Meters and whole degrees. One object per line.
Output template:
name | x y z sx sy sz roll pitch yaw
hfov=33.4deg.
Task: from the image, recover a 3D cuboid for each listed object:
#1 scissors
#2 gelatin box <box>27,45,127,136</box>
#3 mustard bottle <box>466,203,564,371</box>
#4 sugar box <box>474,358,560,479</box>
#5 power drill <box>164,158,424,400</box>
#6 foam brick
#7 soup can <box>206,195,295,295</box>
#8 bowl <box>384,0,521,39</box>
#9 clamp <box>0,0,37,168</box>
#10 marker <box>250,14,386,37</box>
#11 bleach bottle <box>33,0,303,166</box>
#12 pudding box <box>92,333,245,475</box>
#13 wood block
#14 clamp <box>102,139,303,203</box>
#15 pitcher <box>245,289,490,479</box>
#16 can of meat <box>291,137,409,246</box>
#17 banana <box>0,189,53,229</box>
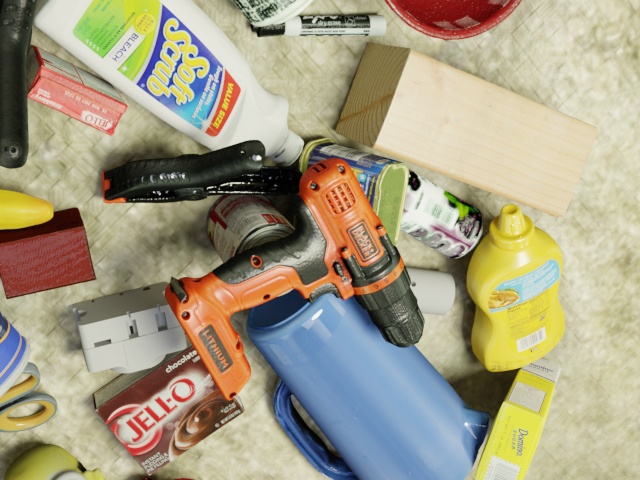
scissors | -0.322 0.171 0.953 0.202 0.016 0.096 -33 139 12
gelatin box | -0.198 -0.119 0.848 0.073 0.089 0.030 25 101 -26
mustard bottle | 0.188 0.040 1.031 0.096 0.058 0.191 -23 134 -11
sugar box | 0.199 0.181 1.060 0.048 0.176 0.093 21 106 16
power drill | -0.018 0.049 0.878 0.187 0.057 0.184 -32 113 -9
foam brick | -0.235 0.011 0.905 0.078 0.053 0.051 -12 113 -14
soup can | -0.056 0.001 0.936 0.068 0.102 0.068 -7 111 -17
bowl | 0.099 -0.246 0.861 0.161 0.055 0.162 -7 108 -23
clamp | -0.235 -0.150 0.799 0.036 0.165 0.210 8 98 -31
marker | -0.002 -0.187 0.930 0.121 0.020 0.020 -4 111 -18
bleach bottle | -0.109 -0.146 0.884 0.250 0.068 0.103 35 102 -29
pudding box | -0.142 0.152 0.999 0.113 0.039 0.090 -34 117 -4
wood block | 0.133 -0.099 0.966 0.205 0.091 0.090 17 97 -25
clamp | -0.100 -0.052 0.906 0.120 0.172 0.039 30 59 -61
pitcher | 0.031 0.137 1.014 0.149 0.145 0.242 -44 114 -13
can of meat | 0.026 -0.032 0.953 0.057 0.084 0.102 -20 122 -55
banana | -0.316 -0.043 0.853 0.197 0.070 0.037 23 59 -31
